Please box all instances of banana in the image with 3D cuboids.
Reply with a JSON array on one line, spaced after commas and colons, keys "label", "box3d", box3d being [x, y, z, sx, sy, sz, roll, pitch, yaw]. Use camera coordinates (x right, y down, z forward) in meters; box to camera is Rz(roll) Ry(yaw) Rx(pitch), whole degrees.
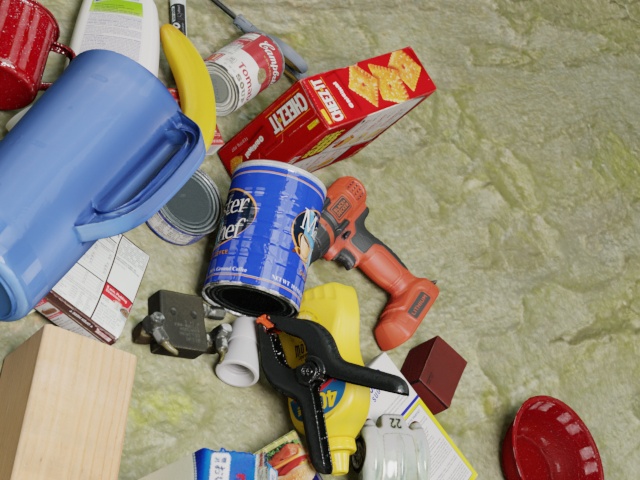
[{"label": "banana", "box3d": [-0.144, -0.150, 1.143, 0.069, 0.037, 0.198, 22, 49, -32]}]

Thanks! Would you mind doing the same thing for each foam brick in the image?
[{"label": "foam brick", "box3d": [0.126, 0.159, 1.237, 0.053, 0.051, 0.078, 44, 44, -11]}]

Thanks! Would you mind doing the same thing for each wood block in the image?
[{"label": "wood block", "box3d": [-0.223, 0.187, 0.876, 0.090, 0.091, 0.206, 25, 51, -30]}]

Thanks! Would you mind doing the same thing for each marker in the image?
[{"label": "marker", "box3d": [-0.163, -0.233, 1.235, 0.020, 0.020, 0.121, 15, 57, -36]}]

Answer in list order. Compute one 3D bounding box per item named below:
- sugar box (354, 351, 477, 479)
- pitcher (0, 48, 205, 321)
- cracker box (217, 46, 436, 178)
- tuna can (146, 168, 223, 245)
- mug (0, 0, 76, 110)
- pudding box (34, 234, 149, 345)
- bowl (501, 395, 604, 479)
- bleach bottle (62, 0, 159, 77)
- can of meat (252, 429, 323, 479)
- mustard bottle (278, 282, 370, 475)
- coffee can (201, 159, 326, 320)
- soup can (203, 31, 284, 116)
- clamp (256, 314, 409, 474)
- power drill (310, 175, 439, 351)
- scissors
[{"label": "sugar box", "box3d": [0.088, 0.220, 1.172, 0.176, 0.048, 0.093, 52, 45, 0]}, {"label": "pitcher", "box3d": [-0.222, -0.046, 0.925, 0.145, 0.149, 0.242, 43, 52, -13]}, {"label": "cracker box", "box3d": [0.009, -0.139, 1.227, 0.213, 0.164, 0.072, -25, 82, -47]}, {"label": "tuna can", "box3d": [-0.147, -0.038, 1.122, 0.086, 0.034, 0.086, 21, 53, -32]}, {"label": "mug", "box3d": [-0.294, -0.176, 1.029, 0.117, 0.093, 0.081, 15, 60, -16]}, {"label": "pudding box", "box3d": [-0.216, 0.035, 1.001, 0.090, 0.039, 0.113, 42, 39, -29]}, {"label": "bowl", "box3d": [0.272, 0.273, 1.297, 0.161, 0.055, 0.162, 22, 53, -32]}, {"label": "bleach bottle", "box3d": [-0.210, -0.218, 1.139, 0.102, 0.068, 0.250, 9, 54, -6]}, {"label": "can of meat", "box3d": [-0.044, 0.242, 1.032, 0.101, 0.058, 0.084, -22, 79, -47]}, {"label": "mustard bottle", "box3d": [0.006, 0.147, 1.103, 0.058, 0.096, 0.191, 18, 55, -46]}, {"label": "coffee can", "box3d": [-0.057, 0.001, 1.107, 0.102, 0.103, 0.140, 26, 64, -29]}, {"label": "soup can", "box3d": [-0.096, -0.193, 1.235, 0.068, 0.069, 0.102, 51, 43, -5]}, {"label": "clamp", "box3d": [0.005, 0.129, 1.051, 0.171, 0.120, 0.039, 55, 1, 23]}, {"label": "power drill", "box3d": [0.042, 0.035, 1.232, 0.187, 0.057, 0.184, 50, 46, -9]}, {"label": "scissors", "box3d": [-0.084, -0.258, 1.284, 0.201, 0.096, 0.016, 42, 84, -18]}]
